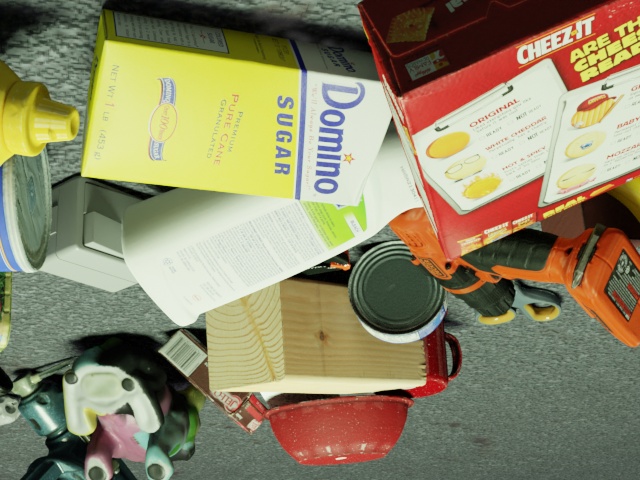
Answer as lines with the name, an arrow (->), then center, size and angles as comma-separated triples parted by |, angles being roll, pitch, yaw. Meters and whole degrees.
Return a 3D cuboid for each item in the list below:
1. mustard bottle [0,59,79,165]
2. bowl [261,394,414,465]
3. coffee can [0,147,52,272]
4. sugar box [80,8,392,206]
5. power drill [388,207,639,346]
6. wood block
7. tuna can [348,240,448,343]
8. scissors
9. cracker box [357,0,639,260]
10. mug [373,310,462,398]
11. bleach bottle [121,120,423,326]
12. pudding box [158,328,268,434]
mustard bottle -> -0.228, -0.076, 0.595 | 0.191, 0.058, 0.096 | 7, 145, 6
bowl -> 0.021, 0.202, 1.116 | 0.162, 0.055, 0.162 | -4, 162, -2
coffee can -> -0.256, -0.028, 0.695 | 0.140, 0.103, 0.103 | -2, 157, -1
sugar box -> -0.049, -0.075, 0.636 | 0.176, 0.048, 0.093 | 6, 126, -17
power drill -> 0.159, 0.026, 0.823 | 0.188, 0.057, 0.184 | 13, 161, 41
wood block -> 0.001, 0.091, 0.976 | 0.090, 0.091, 0.205 | -14, 164, 38
tuna can -> 0.069, 0.046, 0.929 | 0.086, 0.086, 0.033 | -7, 159, 9
scissors -> 0.170, 0.052, 1.044 | 0.096, 0.016, 0.201 | -18, 153, 31
cracker box -> 0.122, -0.085, 0.600 | 0.164, 0.072, 0.213 | -24, 154, 3
mug -> 0.098, 0.117, 1.104 | 0.117, 0.081, 0.093 | 13, 153, -32
bleach bottle -> -0.010, -0.021, 0.759 | 0.251, 0.068, 0.102 | -19, 139, 12
pudding box -> -0.112, 0.151, 1.140 | 0.039, 0.114, 0.090 | -45, 157, -10
